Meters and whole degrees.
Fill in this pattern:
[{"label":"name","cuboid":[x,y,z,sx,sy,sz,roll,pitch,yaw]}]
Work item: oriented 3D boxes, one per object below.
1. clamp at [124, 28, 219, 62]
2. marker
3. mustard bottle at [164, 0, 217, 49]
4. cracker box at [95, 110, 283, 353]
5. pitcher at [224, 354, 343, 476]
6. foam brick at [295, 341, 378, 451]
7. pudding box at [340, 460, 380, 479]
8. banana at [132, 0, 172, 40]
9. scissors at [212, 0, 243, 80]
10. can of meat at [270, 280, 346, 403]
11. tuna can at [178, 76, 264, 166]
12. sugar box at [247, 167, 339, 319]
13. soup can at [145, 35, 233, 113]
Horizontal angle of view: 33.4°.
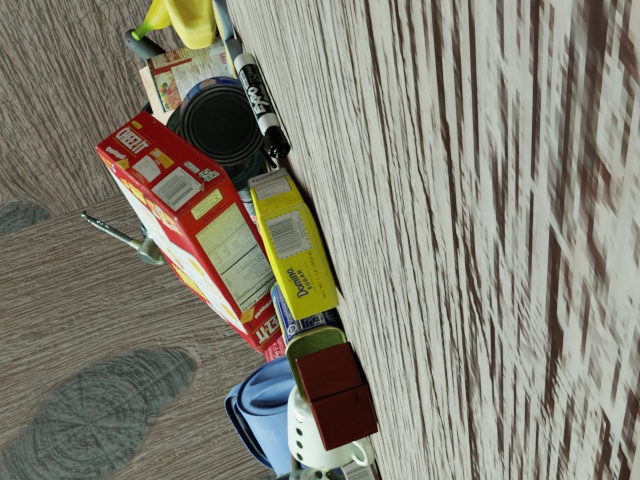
[{"label":"clamp","cuboid":[-0.142,-0.197,1.369,0.210,0.036,0.164,56,-141,-2]},{"label":"marker","cuboid":[-0.049,-0.112,0.894,0.020,0.020,0.121,76,174,-52]},{"label":"mustard bottle","cuboid":[-0.145,-0.268,1.208,0.192,0.058,0.096,-158,54,-85]},{"label":"cracker box","cuboid":[-0.117,-0.008,1.064,0.164,0.072,0.213,37,161,43]},{"label":"pitcher","cuboid":[-0.021,0.284,1.465,0.149,0.145,0.243,41,156,62]},{"label":"foam brick","cuboid":[0.015,0.137,0.940,0.078,0.053,0.051,77,173,-46]},{"label":"pudding box","cuboid":[0.046,0.271,1.237,0.090,0.039,0.113,-115,8,-62]},{"label":"banana","cuboid":[-0.177,-0.326,1.252,0.037,0.069,0.198,32,130,21]},{"label":"scissors","cuboid":[-0.097,-0.206,1.138,0.202,0.016,0.096,-137,31,-80]},{"label":"can of meat","cuboid":[-0.008,0.092,1.028,0.084,0.057,0.102,-110,4,-46]},{"label":"tuna can","cuboid":[-0.097,-0.119,1.059,0.034,0.086,0.086,-112,5,-64]},{"label":"sugar box","cuboid":[-0.027,-0.002,0.926,0.176,0.048,0.093,-128,20,-75]},{"label":"soup can","cuboid":[-0.150,-0.200,1.276,0.068,0.102,0.068,162,90,-85]}]
